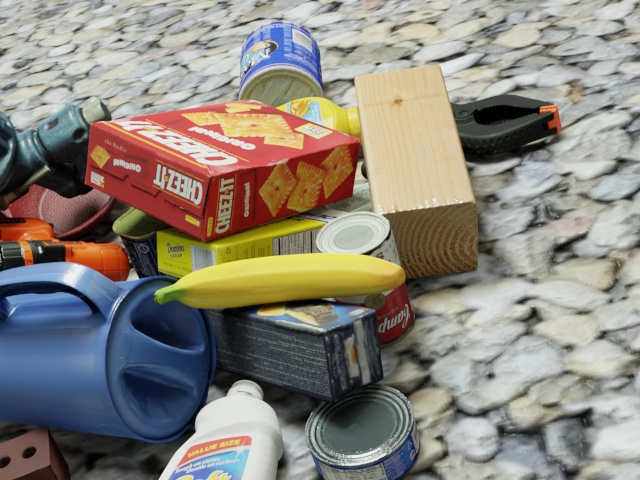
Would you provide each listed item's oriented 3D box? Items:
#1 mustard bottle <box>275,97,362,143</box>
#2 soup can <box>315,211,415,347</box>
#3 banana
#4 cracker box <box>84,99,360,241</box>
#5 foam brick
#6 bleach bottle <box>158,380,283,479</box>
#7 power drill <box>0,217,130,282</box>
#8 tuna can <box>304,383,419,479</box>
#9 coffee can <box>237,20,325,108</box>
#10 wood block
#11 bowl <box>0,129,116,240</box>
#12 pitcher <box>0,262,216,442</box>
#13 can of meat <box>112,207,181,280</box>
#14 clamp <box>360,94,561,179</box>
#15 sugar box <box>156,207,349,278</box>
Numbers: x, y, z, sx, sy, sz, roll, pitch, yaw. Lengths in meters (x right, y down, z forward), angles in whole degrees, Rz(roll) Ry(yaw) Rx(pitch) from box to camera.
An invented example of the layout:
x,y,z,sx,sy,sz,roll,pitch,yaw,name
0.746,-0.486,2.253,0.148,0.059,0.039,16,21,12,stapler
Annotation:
x,y,z,sx,sy,sz,roll,pitch,yaw,name
-0.027,-0.113,1.203,0.191,0.058,0.096,-13,56,6,mustard bottle
0.040,0.034,0.929,0.068,0.102,0.068,-12,34,8,soup can
-0.031,0.035,0.863,0.198,0.037,0.069,-7,18,2,banana
-0.090,-0.077,1.028,0.164,0.072,0.213,24,26,34,cracker box
-0.249,0.198,0.870,0.078,0.051,0.053,-21,33,-5,foam brick
-0.088,0.198,0.790,0.103,0.068,0.250,-7,33,15,bleach bottle
-0.304,0.017,1.055,0.184,0.057,0.188,2,9,-34,power drill
0.033,0.152,0.824,0.086,0.034,0.086,-12,34,8,tuna can
-0.048,-0.192,1.292,0.103,0.103,0.140,-13,34,6,coffee can
0.090,-0.069,1.026,0.091,0.090,0.206,-8,45,2,wood block
-0.292,-0.058,1.225,0.162,0.055,0.162,-6,60,10,bowl
-0.224,0.093,0.912,0.243,0.149,0.144,-4,0,33,pitcher
-0.149,-0.002,1.082,0.058,0.084,0.102,16,46,40,can of meat
0.158,-0.129,1.169,0.210,0.036,0.164,-7,35,22,clamp
-0.057,0.001,1.010,0.094,0.048,0.175,13,22,43,sugar box
